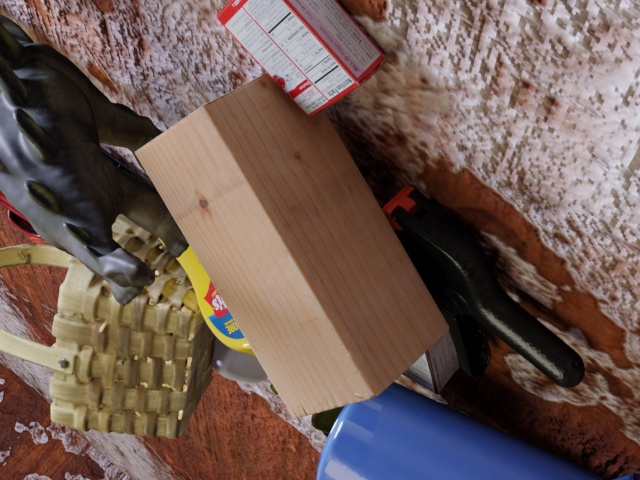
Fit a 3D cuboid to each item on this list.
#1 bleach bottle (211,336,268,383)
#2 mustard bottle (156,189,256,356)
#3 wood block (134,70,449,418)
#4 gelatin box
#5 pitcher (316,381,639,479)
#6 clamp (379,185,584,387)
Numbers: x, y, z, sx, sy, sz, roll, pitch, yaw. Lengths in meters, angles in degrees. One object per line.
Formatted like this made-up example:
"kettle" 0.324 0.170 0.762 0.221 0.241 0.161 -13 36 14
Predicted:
"bleach bottle" -0.148 0.047 1.102 0.251 0.068 0.102 37 -174 29
"mustard bottle" -0.059 0.030 0.848 0.096 0.058 0.191 -30 88 25
"wood block" -0.018 0.001 0.700 0.091 0.090 0.206 -24 98 47
"gelatin box" -0.012 -0.122 0.637 0.089 0.030 0.073 46 156 -10
"pitcher" 0.120 0.216 0.844 0.243 0.149 0.145 26 158 18
"clamp" 0.106 0.037 0.723 0.120 0.039 0.171 0 133 52
